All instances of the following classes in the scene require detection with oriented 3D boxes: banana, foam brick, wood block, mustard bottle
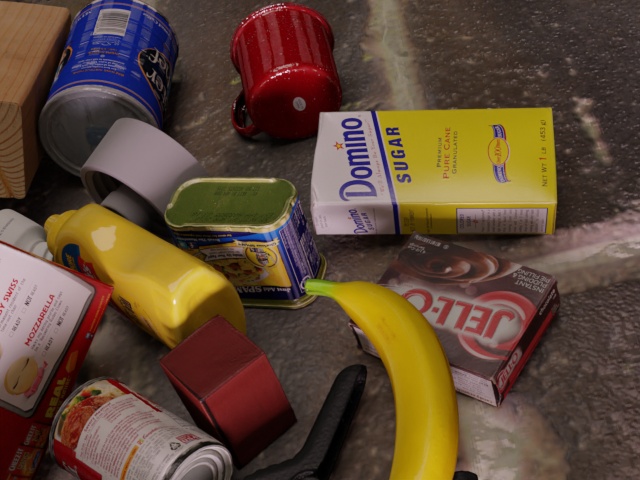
[{"bbox_3d":[0.047,0.091,0.643,0.069,0.037,0.198,-23,48,4],"label":"banana"},{"bbox_3d":[-0.059,0.097,0.690,0.051,0.078,0.053,-38,47,-18],"label":"foam brick"},{"bbox_3d":[-0.283,-0.131,0.944,0.090,0.091,0.206,5,33,-4],"label":"wood block"},{"bbox_3d":[-0.140,0.022,0.778,0.192,0.096,0.058,27,64,37],"label":"mustard bottle"}]

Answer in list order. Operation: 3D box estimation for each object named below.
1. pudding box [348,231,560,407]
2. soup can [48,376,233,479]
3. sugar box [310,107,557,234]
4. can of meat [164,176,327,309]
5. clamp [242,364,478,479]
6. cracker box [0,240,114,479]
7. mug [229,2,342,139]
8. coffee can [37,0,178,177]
[{"bbox_3d":[0.090,0.050,0.713,0.114,0.039,0.090,18,55,33],"label":"pudding box"},{"bbox_3d":[-0.113,0.137,0.675,0.102,0.068,0.068,23,57,34],"label":"soup can"},{"bbox_3d":[0.083,-0.052,0.792,0.176,0.048,0.093,1,54,7],"label":"sugar box"},{"bbox_3d":[-0.055,0.001,0.780,0.102,0.084,0.057,1,47,20],"label":"can of meat"},{"bbox_3d":[-0.005,0.148,0.647,0.171,0.039,0.120,-26,43,-13],"label":"clamp"},{"bbox_3d":[-0.244,0.067,0.650,0.072,0.213,0.164,18,82,34],"label":"cracker box"},{"bbox_3d":[-0.036,-0.134,0.916,0.117,0.093,0.081,-38,42,26],"label":"mug"},{"bbox_3d":[-0.185,-0.135,0.948,0.103,0.103,0.140,-9,44,11],"label":"coffee can"}]
